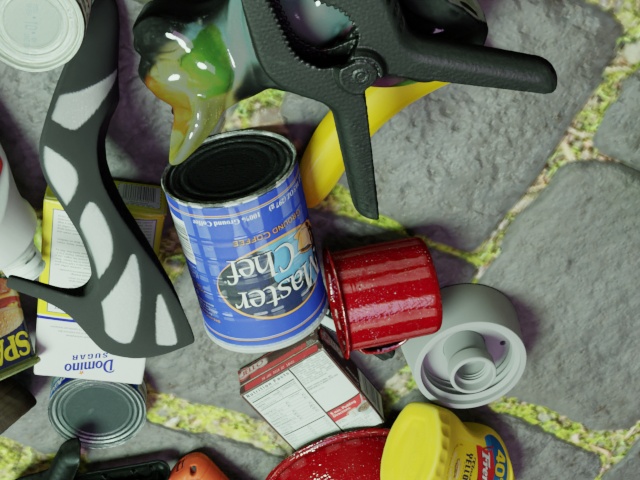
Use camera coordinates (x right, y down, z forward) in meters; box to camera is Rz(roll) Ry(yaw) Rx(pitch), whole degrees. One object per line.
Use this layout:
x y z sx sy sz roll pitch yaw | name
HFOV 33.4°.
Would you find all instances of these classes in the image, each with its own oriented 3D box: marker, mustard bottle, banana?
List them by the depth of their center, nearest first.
0.048 -0.096 0.806 0.198 0.037 0.069 -33 121 15 | banana
0.018 0.073 0.929 0.121 0.020 0.020 32 115 -25 | marker
0.130 0.215 0.990 0.058 0.096 0.191 4 164 38 | mustard bottle

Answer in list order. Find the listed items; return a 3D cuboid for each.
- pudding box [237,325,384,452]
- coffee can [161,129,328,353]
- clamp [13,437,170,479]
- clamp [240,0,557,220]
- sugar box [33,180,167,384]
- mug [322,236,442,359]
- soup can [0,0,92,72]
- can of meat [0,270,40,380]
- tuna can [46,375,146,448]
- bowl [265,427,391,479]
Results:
-0.007 0.140 0.961 0.090 0.039 0.113 -30 121 14 | pudding box
-0.055 0.001 0.820 0.103 0.103 0.140 -11 125 1 | coffee can
-0.224 0.228 0.982 0.120 0.039 0.172 26 137 -35 | clamp
0.035 -0.114 0.661 0.165 0.036 0.209 -31 125 22 | clamp
-0.180 0.035 0.864 0.093 0.048 0.176 7 126 -10 | sugar box
0.052 0.052 0.879 0.081 0.093 0.117 -11 132 -5 | mug
-0.182 -0.161 0.694 0.068 0.102 0.068 -3 124 -5 | soup can
-0.274 0.069 0.829 0.058 0.102 0.084 -11 96 26 | can of meat
-0.196 0.141 0.941 0.086 0.034 0.086 -3 125 -5 | tuna can
0.028 0.242 0.998 0.162 0.055 0.162 -12 140 -10 | bowl
